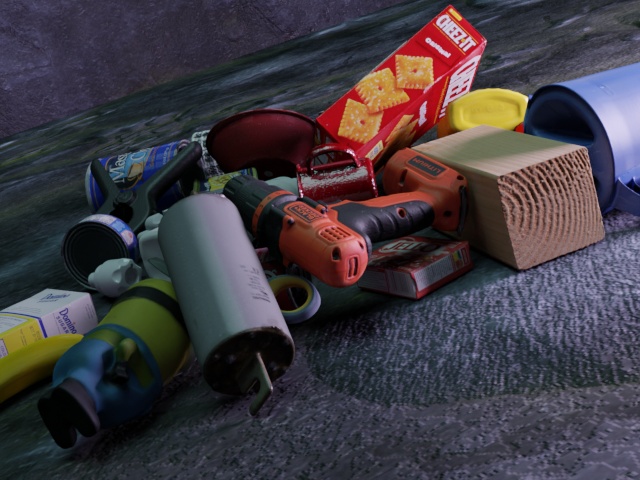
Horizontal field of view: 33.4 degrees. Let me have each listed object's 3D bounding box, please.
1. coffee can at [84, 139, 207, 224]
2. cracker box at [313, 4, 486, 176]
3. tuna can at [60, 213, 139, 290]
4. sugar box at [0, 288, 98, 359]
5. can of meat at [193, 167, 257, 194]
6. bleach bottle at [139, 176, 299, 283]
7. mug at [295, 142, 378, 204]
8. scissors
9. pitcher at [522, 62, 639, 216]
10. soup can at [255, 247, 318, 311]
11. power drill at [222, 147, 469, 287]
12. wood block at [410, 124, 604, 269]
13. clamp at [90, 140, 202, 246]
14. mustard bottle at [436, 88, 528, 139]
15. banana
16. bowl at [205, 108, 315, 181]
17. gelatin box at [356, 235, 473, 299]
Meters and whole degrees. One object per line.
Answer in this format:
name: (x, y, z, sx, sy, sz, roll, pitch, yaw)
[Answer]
coffee can: (-0.241, -0.076, 1.489, 0.140, 0.103, 0.102, -11, 17, 18)
cracker box: (0.091, -0.156, 1.268, 0.213, 0.072, 0.164, -40, -12, -11)
tuna can: (-0.255, 0.013, 1.240, 0.086, 0.086, 0.033, -11, 16, 18)
sugar box: (-0.322, 0.104, 1.082, 0.175, 0.048, 0.094, -25, 18, -39)
can of meat: (-0.117, -0.055, 1.382, 0.084, 0.057, 0.102, -14, 17, -2)
bleach bottle: (-0.090, -0.023, 1.244, 0.103, 0.068, 0.250, -2, 20, 39)
mug: (0.020, -0.054, 1.153, 0.081, 0.117, 0.093, -10, 33, 4)
scissors: (-0.074, 0.039, 0.944, 0.096, 0.016, 0.202, -39, 46, -7)
pitcher: (0.333, -0.109, 1.032, 0.242, 0.149, 0.145, -19, 1, -21)
soup can: (-0.061, 0.043, 0.988, 0.102, 0.068, 0.068, -10, 18, 22)
power drill: (0.026, -0.030, 0.966, 0.187, 0.057, 0.185, -20, 36, -31)
wood block: (0.171, -0.047, 1.020, 0.090, 0.090, 0.206, -20, 16, -12)
clamp: (-0.253, -0.046, 1.370, 0.165, 0.036, 0.209, -3, 47, 24)
mustard bottle: (0.191, -0.135, 1.288, 0.096, 0.058, 0.191, -6, -5, 0)
banana: (-0.282, 0.128, 0.974, 0.197, 0.037, 0.070, -29, 20, -37)
bowl: (-0.075, -0.113, 1.450, 0.162, 0.055, 0.162, -4, -26, -2)
gelatin box: (0.083, 0.022, 0.982, 0.073, 0.030, 0.089, -25, 19, -31)
